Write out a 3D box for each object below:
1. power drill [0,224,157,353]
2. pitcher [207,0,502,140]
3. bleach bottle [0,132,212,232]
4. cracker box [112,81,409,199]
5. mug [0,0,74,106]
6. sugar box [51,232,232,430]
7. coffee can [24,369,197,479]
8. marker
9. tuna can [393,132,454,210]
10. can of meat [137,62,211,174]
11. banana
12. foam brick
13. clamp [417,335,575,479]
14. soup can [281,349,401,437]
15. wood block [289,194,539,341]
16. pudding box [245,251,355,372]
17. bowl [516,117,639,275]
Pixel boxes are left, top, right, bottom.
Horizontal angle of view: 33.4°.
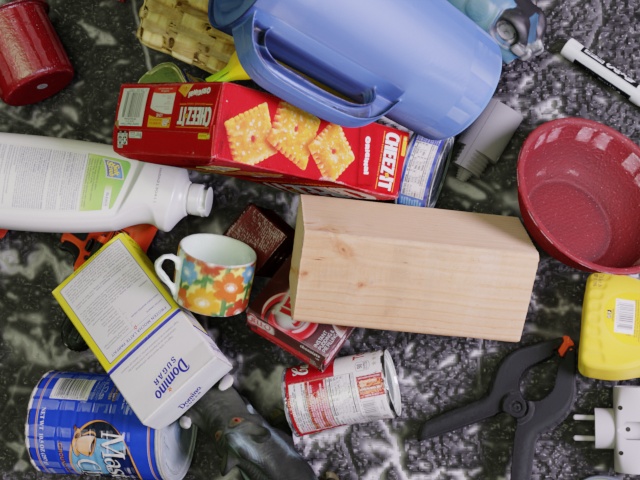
[{"bbox_3d":[-0.272,0.000,1.110,0.188,0.057,0.184,27,87,11],"label":"power drill"},{"bbox_3d":[0.034,-0.173,0.903,0.242,0.145,0.149,27,102,-28],"label":"pitcher"},{"bbox_3d":[-0.232,-0.046,1.049,0.251,0.068,0.102,8,87,7],"label":"bleach bottle"},{"bbox_3d":[-0.054,-0.087,0.960,0.164,0.213,0.072,8,88,49],"label":"cracker box"},{"bbox_3d":[-0.319,-0.189,1.127,0.117,0.093,0.081,-31,83,40],"label":"mug"},{"bbox_3d":[-0.170,0.084,1.007,0.093,0.048,0.176,-42,63,1],"label":"sugar box"},{"bbox_3d":[-0.204,0.182,1.052,0.140,0.102,0.103,1,85,13],"label":"coffee can"},{"bbox_3d":[0.282,-0.151,1.013,0.121,0.020,0.020,38,94,13],"label":"marker"},{"bbox_3d":[0.099,-0.068,1.014,0.034,0.086,0.086,18,89,12],"label":"tuna can"},{"bbox_3d":[-0.134,-0.123,1.074,0.057,0.084,0.102,-31,79,8],"label":"can of meat"},{"bbox_3d":[-0.016,-0.151,0.995,0.070,0.197,0.037,-39,56,34],"label":"banana"},{"bbox_3d":[-0.057,0.001,1.048,0.051,0.078,0.053,41,96,12],"label":"foam brick"},{"bbox_3d":[0.188,0.168,0.996,0.171,0.039,0.120,-44,79,6],"label":"clamp"},{"bbox_3d":[0.020,0.146,1.022,0.102,0.068,0.068,-13,82,11],"label":"soup can"},{"bbox_3d":[0.080,0.025,0.964,0.206,0.091,0.090,6,114,-5],"label":"wood block"},{"bbox_3d":[-0.005,0.058,1.024,0.090,0.039,0.113,30,55,13],"label":"pudding box"},{"bbox_3d":[0.239,-0.030,0.971,0.162,0.055,0.162,9,60,-16],"label":"bowl"}]
